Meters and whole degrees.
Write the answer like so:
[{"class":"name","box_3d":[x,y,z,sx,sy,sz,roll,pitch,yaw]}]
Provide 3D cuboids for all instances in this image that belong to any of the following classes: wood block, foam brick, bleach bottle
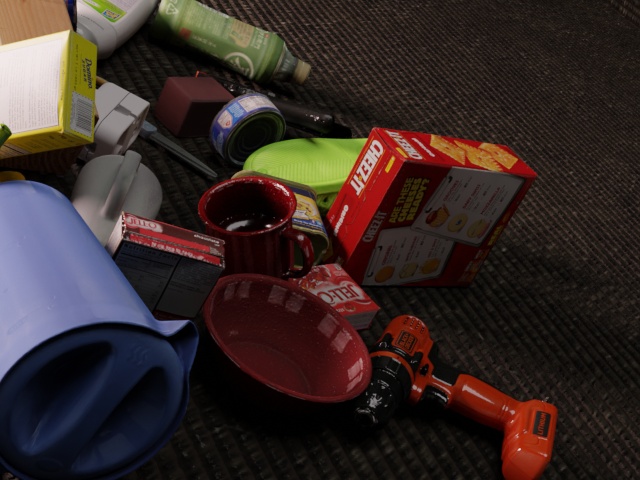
[{"class":"wood block","box_3d":[-0.299,-0.176,1.067,0.090,0.090,0.206,5,50,-37]},{"class":"foam brick","box_3d":[-0.149,-0.158,1.263,0.051,0.053,0.078,44,30,26]},{"class":"bleach bottle","box_3d":[-0.283,-0.286,1.346,0.102,0.068,0.250,25,30,-3]}]

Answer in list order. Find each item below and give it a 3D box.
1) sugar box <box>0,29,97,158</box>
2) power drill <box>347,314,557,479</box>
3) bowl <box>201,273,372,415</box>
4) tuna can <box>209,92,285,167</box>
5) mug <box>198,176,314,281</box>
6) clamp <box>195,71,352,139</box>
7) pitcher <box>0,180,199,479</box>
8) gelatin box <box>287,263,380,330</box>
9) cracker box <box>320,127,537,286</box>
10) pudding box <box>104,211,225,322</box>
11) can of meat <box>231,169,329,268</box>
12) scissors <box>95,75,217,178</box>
[{"class":"sugar box","box_3d":[-0.281,-0.121,0.938,0.048,0.176,0.093,24,63,-60]},{"class":"power drill","box_3d":[0.122,0.155,0.984,0.187,0.057,0.184,31,28,4]},{"class":"bowl","box_3d":[-0.038,0.100,0.931,0.162,0.055,0.162,22,29,-13]},{"class":"tuna can","box_3d":[-0.083,-0.126,1.235,0.085,0.086,0.034,-2,42,-44]},{"class":"mug","box_3d":[-0.057,0.001,1.016,0.117,0.081,0.093,19,43,24]},{"class":"clamp","box_3d":[-0.059,-0.165,1.340,0.210,0.036,0.164,20,2,16]},{"class":"pitcher","box_3d":[-0.205,0.059,0.767,0.149,0.145,0.243,10,23,-34]},{"class":"gelatin box","box_3d":[0.006,0.058,1.067,0.089,0.030,0.073,-5,43,-46]},{"class":"cracker box","box_3d":[0.114,-0.032,1.175,0.213,0.164,0.072,3,36,-40]},{"class":"pudding box","box_3d":[-0.140,0.036,0.882,0.090,0.114,0.039,17,37,-21]},{"class":"can of meat","box_3d":[-0.046,-0.020,1.124,0.102,0.057,0.084,14,34,-25]},{"class":"scissors","box_3d":[-0.212,-0.124,1.189,0.202,0.016,0.096,42,32,23]}]
